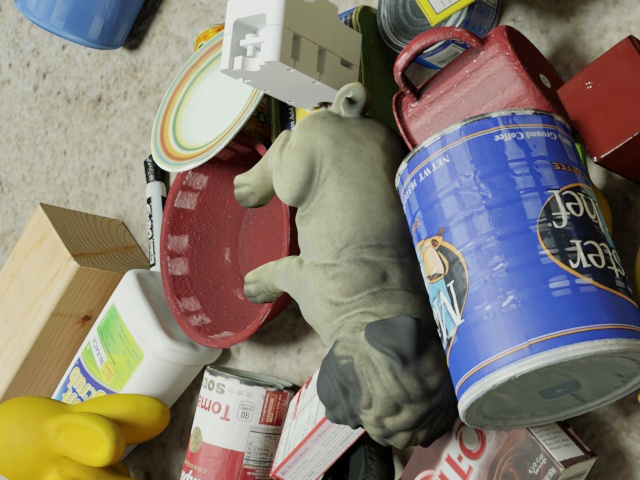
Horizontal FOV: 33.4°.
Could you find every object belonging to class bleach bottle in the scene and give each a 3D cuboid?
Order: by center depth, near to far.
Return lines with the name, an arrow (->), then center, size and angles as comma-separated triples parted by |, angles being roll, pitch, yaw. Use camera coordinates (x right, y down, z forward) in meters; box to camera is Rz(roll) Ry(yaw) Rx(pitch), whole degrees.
bleach bottle -> -0.182, 0.146, 0.892 | 0.251, 0.067, 0.103 | -54, 50, 23

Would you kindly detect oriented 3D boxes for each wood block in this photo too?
wood block -> -0.243, 0.081, 0.943 | 0.206, 0.090, 0.090 | -55, 50, 18

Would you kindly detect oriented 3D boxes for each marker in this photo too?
marker -> -0.140, -0.018, 0.918 | 0.020, 0.020, 0.121 | -23, 65, 38

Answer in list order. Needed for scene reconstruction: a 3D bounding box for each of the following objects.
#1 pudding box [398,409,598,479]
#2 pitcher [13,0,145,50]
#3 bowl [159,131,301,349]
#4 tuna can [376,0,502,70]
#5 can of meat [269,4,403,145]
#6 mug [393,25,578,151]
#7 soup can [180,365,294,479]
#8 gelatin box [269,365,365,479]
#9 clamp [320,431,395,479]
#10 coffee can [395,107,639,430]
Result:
pudding box -> 0.100, 0.137, 0.625 | 0.090, 0.039, 0.114 | 49, 127, 38
pitcher -> -0.177, -0.294, 0.950 | 0.149, 0.145, 0.243 | -86, 22, -72
bowl -> -0.055, 0.001, 0.800 | 0.162, 0.055, 0.162 | -7, 81, 49
tuna can -> 0.080, -0.163, 0.734 | 0.086, 0.033, 0.086 | -12, 72, 41
can of meat -> 0.012, -0.111, 0.771 | 0.084, 0.057, 0.102 | -16, 70, 38
mug -> 0.096, -0.084, 0.649 | 0.082, 0.117, 0.093 | -37, 26, 26
soup can -> -0.061, 0.147, 0.771 | 0.069, 0.068, 0.102 | 10, 87, 44
gelatin box -> 0.006, 0.115, 0.709 | 0.089, 0.030, 0.073 | -52, 13, 33
clamp -> 0.015, 0.186, 0.658 | 0.120, 0.039, 0.171 | -29, 36, 56
coffee can -> 0.106, 0.016, 0.565 | 0.103, 0.102, 0.140 | -33, 57, 34
